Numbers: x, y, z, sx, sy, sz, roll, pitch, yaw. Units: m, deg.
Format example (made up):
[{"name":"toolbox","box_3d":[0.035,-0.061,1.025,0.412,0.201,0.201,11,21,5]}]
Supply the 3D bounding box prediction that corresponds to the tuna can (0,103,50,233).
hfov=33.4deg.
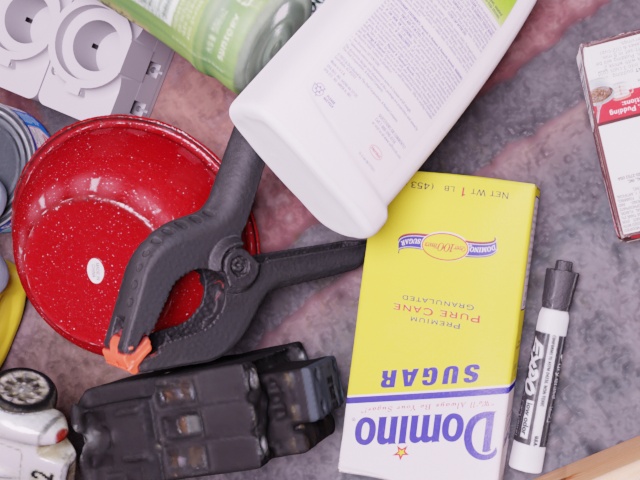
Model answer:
[{"name":"tuna can","box_3d":[-0.215,-0.047,0.692,0.086,0.033,0.086,-1,88,15]}]

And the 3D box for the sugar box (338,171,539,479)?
[{"name":"sugar box","box_3d":[0.068,0.051,0.609,0.093,0.048,0.176,7,89,15]}]

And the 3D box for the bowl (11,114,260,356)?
[{"name":"bowl","box_3d":[-0.119,0.010,0.628,0.162,0.055,0.162,4,110,12]}]

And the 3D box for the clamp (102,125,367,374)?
[{"name":"clamp","box_3d":[-0.054,0.001,0.584,0.171,0.039,0.120,-36,106,-31]}]

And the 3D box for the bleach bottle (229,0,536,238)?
[{"name":"bleach bottle","box_3d":[0.069,-0.124,0.580,0.250,0.068,0.102,-47,112,-13]}]

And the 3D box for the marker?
[{"name":"marker","box_3d":[0.127,0.071,0.606,0.020,0.020,0.121,11,91,15]}]
